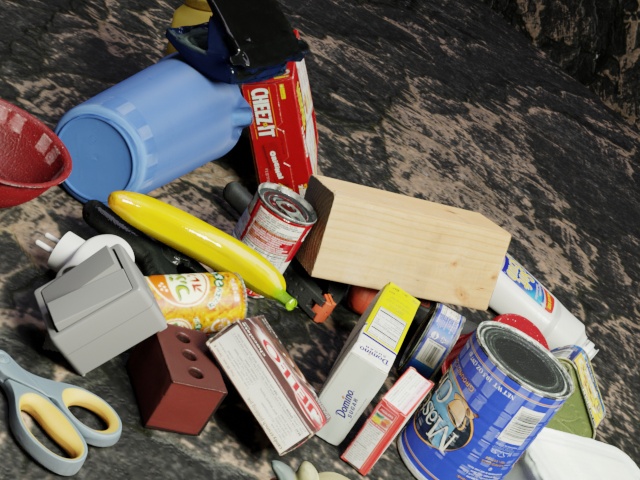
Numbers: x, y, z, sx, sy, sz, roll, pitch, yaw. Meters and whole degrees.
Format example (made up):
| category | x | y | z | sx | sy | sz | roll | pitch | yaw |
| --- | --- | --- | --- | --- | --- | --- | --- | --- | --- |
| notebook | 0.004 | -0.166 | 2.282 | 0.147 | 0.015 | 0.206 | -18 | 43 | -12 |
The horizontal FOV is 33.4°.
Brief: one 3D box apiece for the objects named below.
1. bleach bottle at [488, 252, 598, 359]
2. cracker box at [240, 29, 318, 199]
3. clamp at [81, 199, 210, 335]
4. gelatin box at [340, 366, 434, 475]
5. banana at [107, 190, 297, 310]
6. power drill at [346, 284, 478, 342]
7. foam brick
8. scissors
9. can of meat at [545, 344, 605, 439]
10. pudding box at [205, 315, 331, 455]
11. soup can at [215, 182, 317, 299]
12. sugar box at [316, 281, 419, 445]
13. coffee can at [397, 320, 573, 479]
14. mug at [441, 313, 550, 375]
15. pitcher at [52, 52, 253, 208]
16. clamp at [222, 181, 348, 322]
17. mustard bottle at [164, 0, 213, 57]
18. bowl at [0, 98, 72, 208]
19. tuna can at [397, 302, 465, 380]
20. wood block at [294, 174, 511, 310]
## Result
| category | x | y | z | sx | sy | sz | roll | pitch | yaw |
| --- | --- | --- | --- | --- | --- | --- | --- | --- | --- |
| bleach bottle | 0.257 | 0.070 | 1.402 | 0.251 | 0.068 | 0.102 | 40 | 25 | 13 |
| cracker box | -0.050 | -0.157 | 1.347 | 0.072 | 0.164 | 0.213 | -8 | 26 | 5 |
| clamp | -0.154 | 0.019 | 1.017 | 0.120 | 0.039 | 0.172 | 6 | 34 | -43 |
| gelatin box | 0.060 | 0.160 | 0.957 | 0.030 | 0.073 | 0.089 | 37 | 23 | 10 |
| banana | -0.107 | 0.003 | 0.997 | 0.197 | 0.037 | 0.070 | 29 | -5 | -10 |
| power drill | 0.116 | 0.057 | 1.254 | 0.184 | 0.057 | 0.187 | 26 | 24 | -13 |
| foam brick | -0.117 | 0.111 | 0.863 | 0.052 | 0.051 | 0.078 | 16 | 27 | -33 |
| scissors | -0.222 | 0.098 | 0.805 | 0.096 | 0.016 | 0.202 | 4 | 35 | -51 |
| can of meat | 0.274 | 0.171 | 1.182 | 0.083 | 0.058 | 0.102 | -17 | 90 | -64 |
| pudding box | -0.041 | 0.119 | 0.891 | 0.113 | 0.039 | 0.090 | 54 | 6 | 7 |
| soup can | -0.057 | 0.001 | 1.092 | 0.068 | 0.102 | 0.068 | 26 | 24 | -13 |
| sugar box | 0.042 | 0.113 | 1.006 | 0.048 | 0.093 | 0.176 | 32 | 24 | 0 |
| coffee can | 0.150 | 0.160 | 0.984 | 0.102 | 0.140 | 0.103 | 26 | 24 | -13 |
| mug | 0.181 | 0.133 | 1.121 | 0.093 | 0.082 | 0.117 | 51 | 49 | 2 |
| pitcher | -0.195 | -0.119 | 1.154 | 0.145 | 0.149 | 0.242 | 49 | 27 | -3 |
| clamp | -0.013 | 0.017 | 1.200 | 0.164 | 0.036 | 0.210 | 14 | 31 | -34 |
| mustard bottle | -0.158 | -0.222 | 1.295 | 0.058 | 0.192 | 0.096 | 20 | 21 | 12 |
| bowl | -0.316 | -0.078 | 0.989 | 0.162 | 0.055 | 0.162 | 26 | 24 | -13 |
| tuna can | 0.115 | 0.108 | 1.115 | 0.034 | 0.086 | 0.086 | 31 | 23 | 2 |
| wood block | 0.084 | 0.002 | 1.138 | 0.205 | 0.090 | 0.091 | 12 | 14 | -20 |
